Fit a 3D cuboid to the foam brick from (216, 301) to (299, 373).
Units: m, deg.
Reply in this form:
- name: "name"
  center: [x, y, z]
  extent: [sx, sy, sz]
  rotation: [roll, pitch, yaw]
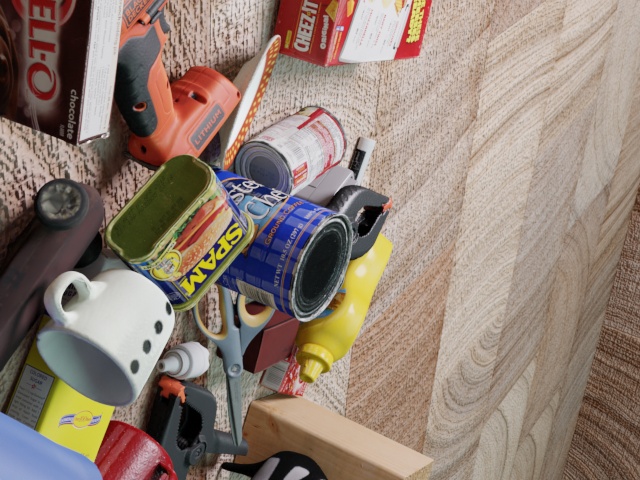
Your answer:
- name: "foam brick"
  center: [-0.066, 0.101, 1.139]
  extent: [0.078, 0.051, 0.053]
  rotation: [-17, 125, -60]

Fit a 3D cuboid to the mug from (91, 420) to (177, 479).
- name: "mug"
  center: [-0.174, 0.214, 0.936]
  extent: [0.081, 0.117, 0.093]
  rotation: [-56, 131, -37]

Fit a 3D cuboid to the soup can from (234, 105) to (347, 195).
- name: "soup can"
  center: [-0.028, -0.084, 1.046]
  extent: [0.102, 0.069, 0.068]
  rotation: [-39, 142, -47]

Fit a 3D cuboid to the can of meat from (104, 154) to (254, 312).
- name: "can of meat"
  center: [-0.110, -0.007, 0.839]
  extent: [0.102, 0.058, 0.084]
  rotation: [-50, 148, -12]

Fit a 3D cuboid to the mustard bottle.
- name: "mustard bottle"
  center: [0.016, 0.077, 1.200]
  extent: [0.058, 0.096, 0.191]
  rotation: [42, 51, -23]

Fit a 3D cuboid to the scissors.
- name: "scissors"
  center: [-0.073, 0.114, 1.082]
  extent: [0.096, 0.016, 0.202]
  rotation: [-24, 120, -12]

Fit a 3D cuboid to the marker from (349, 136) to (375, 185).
- name: "marker"
  center: [0.037, -0.063, 1.256]
  extent: [0.020, 0.020, 0.121]
  rotation: [8, 103, -65]

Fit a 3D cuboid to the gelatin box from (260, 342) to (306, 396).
- name: "gelatin box"
  center: [-0.029, 0.138, 1.269]
  extent: [0.089, 0.030, 0.073]
  rotation: [-67, 156, -2]

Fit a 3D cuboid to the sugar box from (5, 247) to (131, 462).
- name: "sugar box"
  center: [-0.194, 0.094, 0.875]
  extent: [0.176, 0.048, 0.093]
  rotation: [-67, 155, 0]

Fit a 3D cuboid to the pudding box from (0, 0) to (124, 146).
- name: "pudding box"
  center: [-0.174, -0.127, 0.682]
  extent: [0.039, 0.090, 0.113]
  rotation: [-30, 136, -55]

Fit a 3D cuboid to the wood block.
- name: "wood block"
  center: [0.013, 0.261, 1.243]
  extent: [0.090, 0.206, 0.090]
  rotation: [-8, 116, -63]

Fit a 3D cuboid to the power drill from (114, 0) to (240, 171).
- name: "power drill"
  center: [-0.120, -0.155, 0.814]
  extent: [0.184, 0.057, 0.187]
  rotation: [-54, 150, -22]

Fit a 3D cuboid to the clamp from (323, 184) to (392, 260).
- name: "clamp"
  center: [0.016, 0.002, 1.091]
  extent: [0.171, 0.039, 0.120]
  rotation: [-22, 122, -46]

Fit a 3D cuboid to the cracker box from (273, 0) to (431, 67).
- name: "cracker box"
  center: [0.045, -0.262, 1.050]
  extent: [0.213, 0.072, 0.164]
  rotation: [-22, 130, -59]

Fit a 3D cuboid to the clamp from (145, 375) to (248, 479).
- name: "clamp"
  center: [-0.144, 0.220, 1.093]
  extent: [0.164, 0.036, 0.210]
  rotation: [-50, 150, -29]

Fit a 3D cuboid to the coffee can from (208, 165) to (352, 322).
- name: "coffee can"
  center: [-0.056, 0.001, 0.968]
  extent: [0.102, 0.140, 0.103]
  rotation: [-45, 146, -41]
